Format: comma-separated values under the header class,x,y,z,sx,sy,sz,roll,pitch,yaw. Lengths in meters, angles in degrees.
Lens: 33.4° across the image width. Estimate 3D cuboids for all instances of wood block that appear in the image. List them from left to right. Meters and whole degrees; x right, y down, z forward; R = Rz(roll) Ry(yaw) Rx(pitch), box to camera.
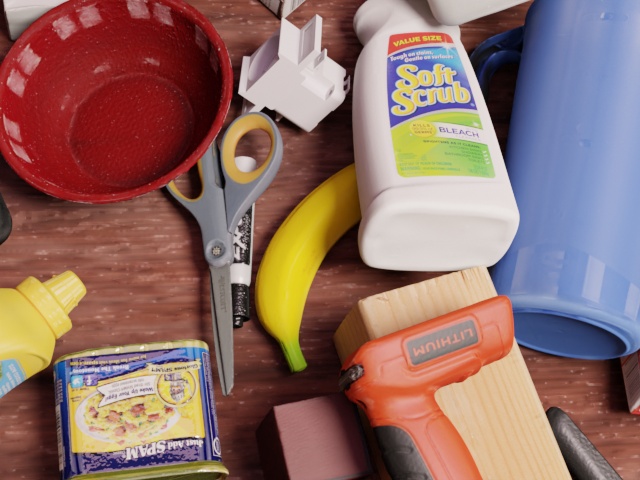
class,x,y,z,sx,sy,sz,roll,pitch,yaw
wood block,0.088,0.133,0.666,0.090,0.090,0.206,-14,72,-16

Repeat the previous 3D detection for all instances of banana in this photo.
class,x,y,z,sx,sy,sz,roll,pitch,yaw
banana,0.011,-0.005,0.735,0.069,0.037,0.197,42,69,-13

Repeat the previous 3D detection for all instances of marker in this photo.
class,x,y,z,sx,sy,sz,roll,pitch,yaw
marker,-0.055,0.001,0.728,0.020,0.020,0.121,4,69,-9

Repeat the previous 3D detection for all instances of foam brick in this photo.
class,x,y,z,sx,sy,sz,roll,pitch,yaw
foam brick,-0.005,0.130,0.657,0.053,0.078,0.051,-10,71,-16

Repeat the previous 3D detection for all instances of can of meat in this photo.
class,x,y,z,sx,sy,sz,roll,pitch,yaw
can of meat,-0.113,0.111,0.656,0.102,0.057,0.084,-4,68,-12

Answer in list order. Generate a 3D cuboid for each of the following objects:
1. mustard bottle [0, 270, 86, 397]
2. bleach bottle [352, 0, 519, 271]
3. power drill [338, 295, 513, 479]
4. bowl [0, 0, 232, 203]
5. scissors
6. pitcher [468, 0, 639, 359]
class,x,y,z,sx,sy,sz,roll,pitch,yaw
mustard bottle,-0.218,0.082,0.626,0.191,0.096,0.058,-39,78,-21
bleach bottle,0.060,-0.095,0.735,0.102,0.068,0.251,2,50,-13
power drill,0.103,0.129,0.588,0.184,0.057,0.188,-16,73,-16
bowl,-0.134,-0.088,0.716,0.162,0.055,0.162,-2,67,5
scissors,-0.052,-0.005,0.708,0.096,0.016,0.202,-25,65,6
pitcher,0.176,-0.048,0.739,0.145,0.149,0.242,22,70,-18
